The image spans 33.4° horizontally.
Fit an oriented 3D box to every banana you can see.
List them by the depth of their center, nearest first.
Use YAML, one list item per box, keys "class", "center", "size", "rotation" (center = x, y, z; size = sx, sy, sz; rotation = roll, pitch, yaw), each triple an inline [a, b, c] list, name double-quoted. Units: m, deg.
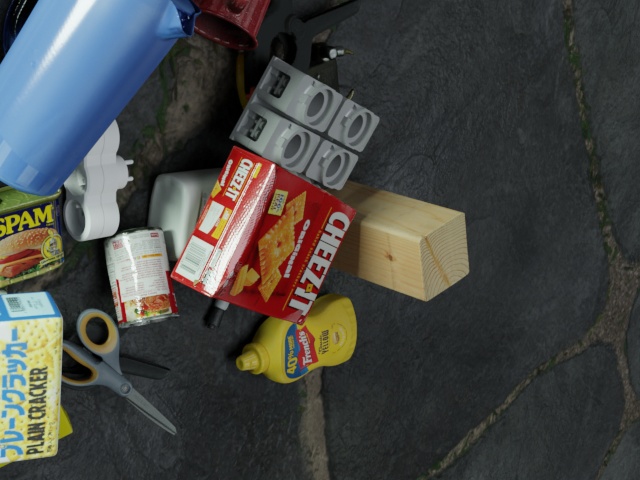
- class: "banana"
  center: [-0.057, -0.148, 1.320]
  size: [0.197, 0.037, 0.069]
  rotation: [46, 51, -46]

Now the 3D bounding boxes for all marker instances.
- class: "marker"
  center: [-0.114, 0.055, 1.341]
  size: [0.020, 0.020, 0.121]
  rotation: [30, 82, -47]

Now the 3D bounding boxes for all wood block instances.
- class: "wood block"
  center: [0.081, -0.004, 1.385]
  size: [0.090, 0.206, 0.091]
  rotation: [-30, 124, -36]

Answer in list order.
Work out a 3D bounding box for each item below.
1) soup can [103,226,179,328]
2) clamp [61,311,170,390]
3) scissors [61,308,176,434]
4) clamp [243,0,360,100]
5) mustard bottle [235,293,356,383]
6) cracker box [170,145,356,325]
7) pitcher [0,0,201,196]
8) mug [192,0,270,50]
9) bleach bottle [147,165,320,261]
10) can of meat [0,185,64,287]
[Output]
- class: "soup can"
  center: [-0.199, 0.041, 1.185]
  size: [0.068, 0.069, 0.102]
  rotation: [-5, 81, -45]
- class: "clamp"
  center: [-0.242, 0.132, 1.219]
  size: [0.171, 0.039, 0.120]
  rotation: [-26, 112, -31]
- class: "scissors"
  center: [-0.220, 0.145, 1.202]
  size: [0.201, 0.016, 0.096]
  rotation: [31, 80, -37]
- class: "clamp"
  center: [-0.043, -0.262, 1.265]
  size: [0.164, 0.036, 0.210]
  rotation: [44, 63, -34]
- class: "mustard bottle"
  center: [-0.035, 0.138, 1.424]
  size: [0.191, 0.058, 0.096]
  rotation: [-16, 114, -42]
- class: "cracker box"
  center: [-0.058, 0.002, 1.247]
  size: [0.213, 0.072, 0.164]
  rotation: [26, 90, -59]
- class: "pitcher"
  center: [-0.241, -0.172, 1.020]
  size: [0.144, 0.149, 0.243]
  rotation: [33, 102, -24]
- class: "mug"
  center: [-0.095, -0.271, 1.179]
  size: [0.093, 0.117, 0.081]
  rotation: [24, 80, -16]
- class: "bleach bottle"
  center: [-0.092, -0.039, 1.300]
  size: [0.250, 0.068, 0.102]
  rotation: [-8, 114, -48]
- class: "can of meat"
  center: [-0.313, -0.007, 1.085]
  size: [0.101, 0.058, 0.084]
  rotation: [-20, 121, -40]
